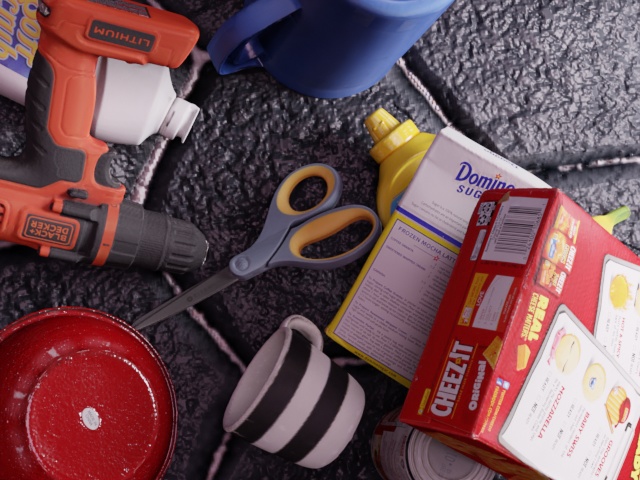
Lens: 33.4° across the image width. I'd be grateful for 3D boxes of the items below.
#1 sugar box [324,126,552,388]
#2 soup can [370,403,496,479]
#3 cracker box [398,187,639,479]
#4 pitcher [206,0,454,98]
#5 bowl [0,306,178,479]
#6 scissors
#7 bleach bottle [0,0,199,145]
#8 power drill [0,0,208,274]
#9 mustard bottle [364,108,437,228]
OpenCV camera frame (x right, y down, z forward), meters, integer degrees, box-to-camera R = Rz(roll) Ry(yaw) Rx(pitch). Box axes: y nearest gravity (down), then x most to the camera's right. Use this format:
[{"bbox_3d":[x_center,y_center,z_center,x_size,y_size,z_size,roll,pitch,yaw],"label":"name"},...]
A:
[{"bbox_3d":[0.085,0.016,0.772,0.093,0.048,0.176,32,105,8],"label":"sugar box"},{"bbox_3d":[0.080,0.151,0.768,0.068,0.102,0.068,2,81,-10],"label":"soup can"},{"bbox_3d":[0.164,0.084,0.713,0.213,0.072,0.164,33,72,-38],"label":"cracker box"},{"bbox_3d":[0.016,-0.175,0.732,0.145,0.243,0.149,21,86,-9],"label":"pitcher"},{"bbox_3d":[-0.162,0.122,0.727,0.161,0.055,0.162,6,77,-29],"label":"bowl"},{"bbox_3d":[-0.055,0.001,0.806,0.202,0.016,0.096,-15,63,2],"label":"scissors"},{"bbox_3d":[-0.203,-0.149,0.781,0.250,0.068,0.102,27,80,-8],"label":"bleach bottle"},{"bbox_3d":[-0.146,-0.070,0.738,0.184,0.057,0.188,13,109,-22],"label":"power drill"},{"bbox_3d":[0.099,-0.022,0.815,0.096,0.058,0.191,-39,89,14],"label":"mustard bottle"}]
